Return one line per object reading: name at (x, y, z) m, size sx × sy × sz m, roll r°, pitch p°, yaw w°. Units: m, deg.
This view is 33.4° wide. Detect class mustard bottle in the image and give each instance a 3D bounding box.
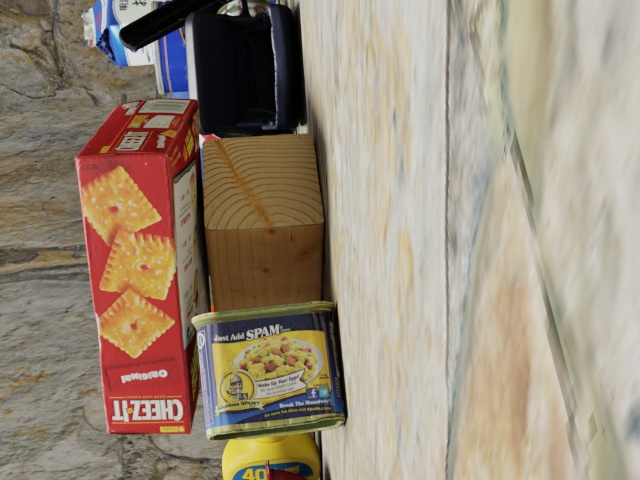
mustard bottle at (-0.047, 0.230, 1.046) m, size 0.058 × 0.096 × 0.192 m, roll -100°, pitch 7°, yaw -57°

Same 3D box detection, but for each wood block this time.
wood block at (-0.047, 0.015, 0.888) m, size 0.206 × 0.090 × 0.091 m, roll 91°, pitch 174°, yaw -54°

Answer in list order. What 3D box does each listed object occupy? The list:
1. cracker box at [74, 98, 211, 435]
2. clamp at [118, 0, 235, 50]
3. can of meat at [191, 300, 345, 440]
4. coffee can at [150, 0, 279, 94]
cracker box at (-0.128, 0.014, 0.809) m, size 0.164 × 0.072 × 0.214 m, roll -89°, pitch -2°, yaw -69°
clamp at (-0.091, -0.258, 1.048) m, size 0.036 × 0.165 × 0.209 m, roll 52°, pitch -147°, yaw 5°
can of meat at (-0.036, 0.093, 0.749) m, size 0.057 × 0.102 × 0.084 m, roll 102°, pitch 162°, yaw -72°
coffee can at (-0.115, -0.219, 1.194) m, size 0.103 × 0.140 × 0.103 m, roll 176°, pitch 90°, yaw -86°
